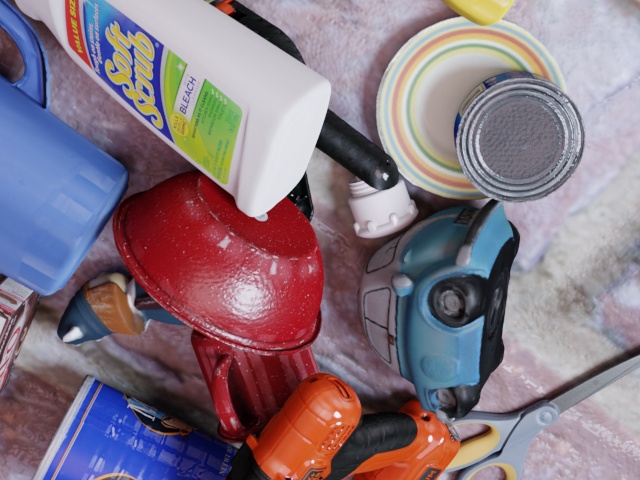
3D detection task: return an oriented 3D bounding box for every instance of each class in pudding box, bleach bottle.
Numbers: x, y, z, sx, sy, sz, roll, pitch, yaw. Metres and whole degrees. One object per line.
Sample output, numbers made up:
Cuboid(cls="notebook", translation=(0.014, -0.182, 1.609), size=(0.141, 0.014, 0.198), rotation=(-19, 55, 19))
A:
Cuboid(cls="pudding box", translation=(-0.248, 0.079, 0.796), size=(0.039, 0.090, 0.114), rotation=(23, 109, -4))
Cuboid(cls="bleach bottle", translation=(-0.116, -0.125, 0.696), size=(0.251, 0.068, 0.103), rotation=(35, 137, 13))

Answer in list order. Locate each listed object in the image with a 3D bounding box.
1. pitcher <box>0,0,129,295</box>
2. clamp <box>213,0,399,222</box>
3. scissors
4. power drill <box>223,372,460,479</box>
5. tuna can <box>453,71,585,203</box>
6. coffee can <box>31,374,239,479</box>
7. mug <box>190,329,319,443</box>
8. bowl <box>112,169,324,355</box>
Cuboid(cls="pitcher", translation=(-0.251, -0.077, 0.726), size=(0.242, 0.145, 0.149), rotation=(34, 134, -12))
Cuboid(cls="clamp", translation=(-0.029, -0.084, 0.739), size=(0.171, 0.039, 0.120), rotation=(53, 138, 1))
Cuboid(cls="scissors", translation=(0.174, 0.154, 0.836), size=(0.202, 0.016, 0.096), rotation=(-18, 109, 10))
Cuboid(cls="power drill", translation=(0.006, 0.175, 0.773), size=(0.185, 0.187, 0.057), rotation=(-54, 56, 20))
Cuboid(cls="tuna can", translation=(0.134, -0.071, 0.724), size=(0.086, 0.033, 0.086), rotation=(1, 109, 2))
Cuboid(cls="coffee can", translation=(-0.140, 0.179, 0.818), size=(0.140, 0.102, 0.103), rotation=(27, 109, -7))
Cuboid(cls="mug", translation=(-0.050, 0.096, 0.779), size=(0.093, 0.117, 0.081), rotation=(-12, 105, 25))
Cuboid(cls="bowl", translation=(-0.055, 0.001, 0.714), size=(0.162, 0.162, 0.055), rotation=(32, 116, -8))
